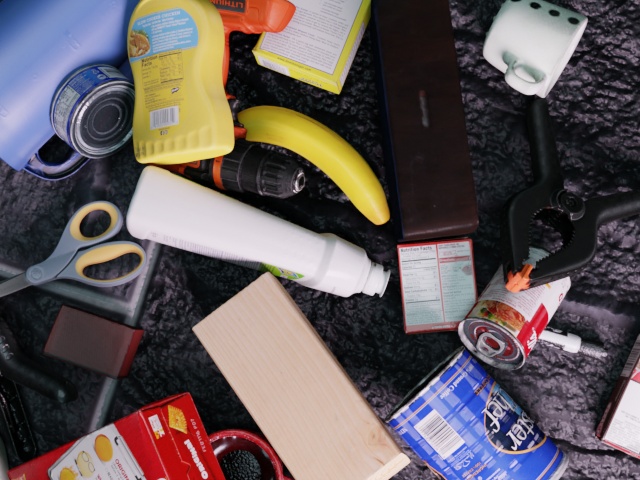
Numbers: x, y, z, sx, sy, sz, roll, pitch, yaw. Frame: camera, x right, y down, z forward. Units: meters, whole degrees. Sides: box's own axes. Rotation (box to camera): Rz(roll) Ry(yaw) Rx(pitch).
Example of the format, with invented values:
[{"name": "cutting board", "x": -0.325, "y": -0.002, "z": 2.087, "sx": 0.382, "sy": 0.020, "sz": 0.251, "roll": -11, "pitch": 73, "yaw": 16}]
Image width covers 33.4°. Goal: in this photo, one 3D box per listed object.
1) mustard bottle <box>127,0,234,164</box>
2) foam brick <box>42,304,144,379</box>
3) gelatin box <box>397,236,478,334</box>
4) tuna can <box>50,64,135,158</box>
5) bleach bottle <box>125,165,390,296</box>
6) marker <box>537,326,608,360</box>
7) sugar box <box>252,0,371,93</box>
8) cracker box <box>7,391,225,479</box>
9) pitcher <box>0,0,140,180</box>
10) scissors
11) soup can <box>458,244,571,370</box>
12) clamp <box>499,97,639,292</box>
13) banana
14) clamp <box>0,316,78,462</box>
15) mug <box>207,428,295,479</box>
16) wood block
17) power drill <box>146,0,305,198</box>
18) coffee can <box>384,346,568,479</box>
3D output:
[{"name": "mustard bottle", "x": -0.132, "y": -0.169, "z": 0.978, "sx": 0.096, "sy": 0.058, "sz": 0.191, "roll": -7, "pitch": 87, "yaw": 32}, {"name": "foam brick", "x": -0.220, "y": 0.098, "z": 1.038, "sx": 0.078, "sy": 0.053, "sz": 0.051, "roll": 18, "pitch": 86, "yaw": 3}, {"name": "gelatin box", "x": 0.114, "y": 0.044, "z": 1.039, "sx": 0.073, "sy": 0.030, "sz": 0.089, "roll": -6, "pitch": 85, "yaw": 3}, {"name": "tuna can", "x": -0.210, "y": -0.121, "z": 1.011, "sx": 0.034, "sy": 0.086, "sz": 0.086, "roll": 39, "pitch": 87, "yaw": 32}, {"name": "bleach bottle", "x": -0.057, "y": 0.001, "z": 1.026, "sx": 0.251, "sy": 0.102, "sz": 0.068, "roll": 19, "pitch": 83, "yaw": -3}, {"name": "marker", "x": 0.219, "y": 0.092, "z": 1.034, "sx": 0.121, "sy": 0.020, "sz": 0.020, "roll": 17, "pitch": 86, "yaw": 4}, {"name": "sugar box", "x": 0.009, "y": -0.245, "z": 1.061, "sx": 0.093, "sy": 0.048, "sz": 0.176, "roll": 22, "pitch": 83, "yaw": 7}, {"name": "cracker box", "x": -0.173, "y": 0.247, "z": 0.961, "sx": 0.214, "sy": 0.071, "sz": 0.164, "roll": -28, "pitch": 83, "yaw": 37}, {"name": "pitcher", "x": -0.249, "y": -0.185, "z": 1.036, "sx": 0.243, "sy": 0.149, "sz": 0.145, "roll": -44, "pitch": 70, "yaw": -5}, {"name": "scissors", "x": -0.273, "y": 0.014, "z": 1.047, "sx": 0.201, "sy": 0.016, "sz": 0.096, "roll": -6, "pitch": 77, "yaw": -11}, {"name": "soup can", "x": 0.183, "y": 0.061, "z": 0.997, "sx": 0.068, "sy": 0.069, "sz": 0.102, "roll": 36, "pitch": 61, "yaw": 5}, {"name": "clamp", "x": 0.237, "y": -0.026, "z": 0.999, "sx": 0.164, "sy": 0.036, "sz": 0.209, "roll": 29, "pitch": 58, "yaw": 2}, {"name": "banana", "x": -0.012, "y": -0.085, "z": 1.055, "sx": 0.198, "sy": 0.037, "sz": 0.070, "roll": 25, "pitch": 115, "yaw": 7}, {"name": "clamp", "x": -0.311, "y": 0.132, "z": 1.037, "sx": 0.171, "sy": 0.039, "sz": 0.120, "roll": 42, "pitch": 118, "yaw": 19}, {"name": "mug", "x": -0.067, "y": 0.223, "z": 1.005, "sx": 0.117, "sy": 0.081, "sz": 0.093, "roll": 9, "pitch": 85, "yaw": 4}, {"name": "wood block", "x": -0.017, "y": 0.142, "z": 0.983, "sx": 0.091, "sy": 0.090, "sz": 0.206, "roll": -37, "pitch": 71, "yaw": -2}, {"name": "power drill", "x": -0.082, "y": -0.142, "z": 1.015, "sx": 0.185, "sy": 0.057, "sz": 0.188, "roll": 16, "pitch": 94, "yaw": 24}, {"name": "coffee can", "x": 0.143, "y": 0.184, "z": 0.988, "sx": 0.103, "sy": 0.103, "sz": 0.140, "roll": -43, "pitch": 84, "yaw": -2}]
